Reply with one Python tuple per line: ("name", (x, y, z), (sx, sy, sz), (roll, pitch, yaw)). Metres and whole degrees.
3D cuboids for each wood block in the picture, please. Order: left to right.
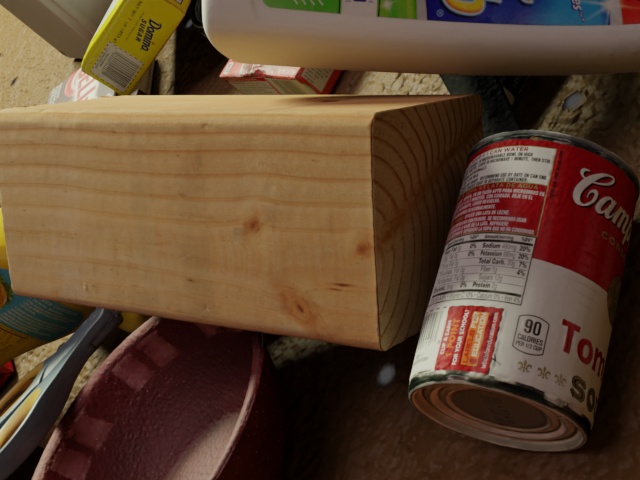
("wood block", (-0.040, -0.018, 0.476), (0.206, 0.090, 0.090), (5, 104, 34))

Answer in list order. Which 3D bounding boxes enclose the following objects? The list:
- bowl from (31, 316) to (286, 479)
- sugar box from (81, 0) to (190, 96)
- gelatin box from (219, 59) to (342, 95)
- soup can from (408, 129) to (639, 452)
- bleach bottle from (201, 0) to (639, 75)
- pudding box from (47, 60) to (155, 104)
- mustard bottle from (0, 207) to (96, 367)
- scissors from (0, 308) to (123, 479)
("bowl", (-0.068, 0.103, 0.496), (0.162, 0.055, 0.162), (-35, 31, 24))
("sugar box", (-0.118, -0.194, 0.791), (0.093, 0.048, 0.176), (-43, 21, 39))
("gelatin box", (-0.015, -0.124, 0.660), (0.089, 0.030, 0.073), (14, 71, 53))
("soup can", (0.076, 0.019, 0.399), (0.069, 0.068, 0.102), (-8, 55, 46))
("bleach bottle", (0.081, -0.117, 0.427), (0.251, 0.068, 0.102), (4, 89, 15))
("pudding box", (-0.171, -0.093, 0.808), (0.090, 0.039, 0.113), (-32, 41, 27))
("mustard bottle", (-0.180, 0.027, 0.614), (0.192, 0.096, 0.058), (-27, 47, 21))
("scissors", (-0.120, 0.055, 0.559), (0.202, 0.016, 0.096), (-44, 19, 5))
